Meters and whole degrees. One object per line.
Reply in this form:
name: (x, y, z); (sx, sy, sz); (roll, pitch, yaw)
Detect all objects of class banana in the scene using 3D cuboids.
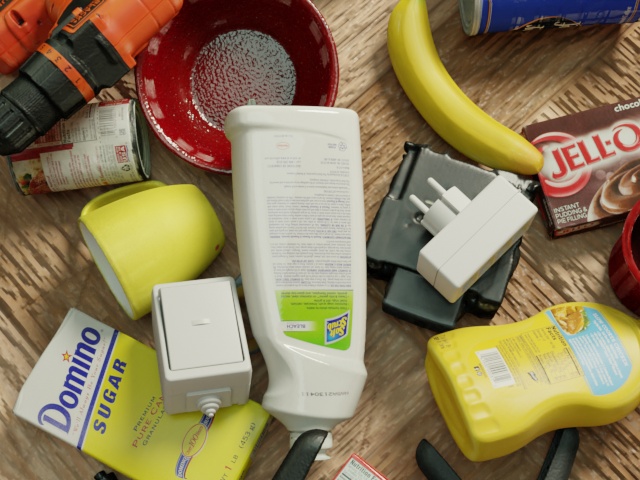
banana: (0.104, -0.122, 0.856); (0.037, 0.070, 0.198); (-15, 69, -43)

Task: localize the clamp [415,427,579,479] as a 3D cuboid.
clamp: (0.129, 0.214, 0.768); (0.120, 0.039, 0.171); (-1, 74, 5)

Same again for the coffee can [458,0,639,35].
coffee can: (0.185, -0.222, 0.859); (0.140, 0.103, 0.103); (-4, 74, 1)

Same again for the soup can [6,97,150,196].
soup can: (-0.192, -0.075, 0.852); (0.102, 0.068, 0.068); (-7, 74, 0)

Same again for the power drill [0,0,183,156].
power drill: (-0.210, -0.150, 0.828); (0.184, 0.057, 0.188); (-44, 37, -12)

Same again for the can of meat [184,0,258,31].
can of meat: (-0.100, -0.219, 0.872); (0.084, 0.102, 0.057); (-13, 52, -4)

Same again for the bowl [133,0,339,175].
bowl: (-0.065, -0.131, 0.857); (0.162, 0.055, 0.162); (0, 90, 2)

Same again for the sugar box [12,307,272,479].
sugar box: (-0.133, 0.130, 0.801); (0.176, 0.048, 0.093); (26, 75, 8)

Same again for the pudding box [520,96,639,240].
pudding box: (0.223, -0.058, 0.842); (0.113, 0.039, 0.090); (-14, 73, -2)

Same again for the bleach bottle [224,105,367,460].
bleach bottle: (-0.018, 0.032, 0.774); (0.102, 0.068, 0.251); (0, 83, -10)

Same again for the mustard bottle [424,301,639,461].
mustard bottle: (0.180, 0.093, 0.781); (0.191, 0.058, 0.096); (-13, 48, -12)
